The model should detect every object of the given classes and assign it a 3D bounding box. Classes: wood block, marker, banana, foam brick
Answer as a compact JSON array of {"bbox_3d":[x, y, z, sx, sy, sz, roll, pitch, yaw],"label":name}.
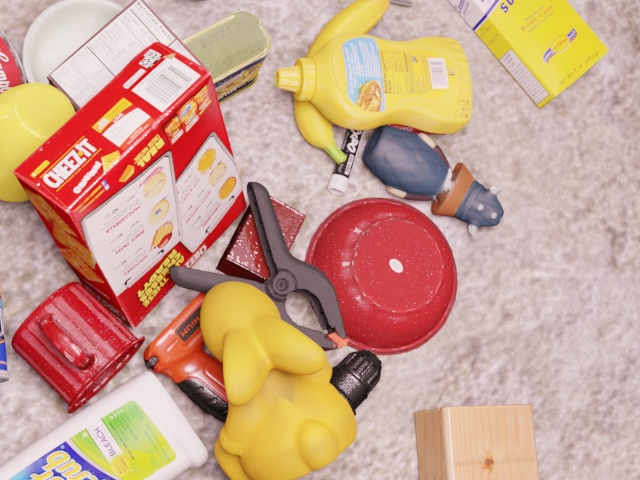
[{"bbox_3d":[0.150,0.260,0.996,0.090,0.090,0.206,0,78,-14],"label":"wood block"},{"bbox_3d":[0.034,-0.103,1.084,0.020,0.020,0.121,21,73,-10],"label":"marker"},{"bbox_3d":[0.015,-0.174,1.087,0.069,0.037,0.197,21,73,-16],"label":"banana"},{"bbox_3d":[-0.057,0.001,1.019,0.051,0.053,0.078,29,71,-7],"label":"foam brick"}]

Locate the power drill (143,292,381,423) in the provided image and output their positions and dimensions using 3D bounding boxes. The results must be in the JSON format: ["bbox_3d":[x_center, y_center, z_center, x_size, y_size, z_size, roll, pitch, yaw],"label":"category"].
[{"bbox_3d":[-0.055,0.123,0.989,0.187,0.057,0.184,45,68,-1],"label":"power drill"}]

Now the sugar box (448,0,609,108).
[{"bbox_3d":[0.218,-0.240,1.151,0.093,0.048,0.176,-40,91,-19],"label":"sugar box"}]

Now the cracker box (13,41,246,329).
[{"bbox_3d":[-0.153,-0.043,0.917,0.072,0.214,0.164,34,69,21],"label":"cracker box"}]

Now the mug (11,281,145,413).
[{"bbox_3d":[-0.215,0.090,0.926,0.081,0.117,0.093,44,85,3],"label":"mug"}]

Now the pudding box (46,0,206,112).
[{"bbox_3d":[-0.171,-0.146,0.950,0.113,0.039,0.090,-42,90,-9],"label":"pudding box"}]

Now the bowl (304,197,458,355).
[{"bbox_3d":[0.068,0.029,1.045,0.162,0.055,0.162,3,77,-14],"label":"bowl"}]

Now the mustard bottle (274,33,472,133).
[{"bbox_3d":[0.050,-0.154,1.040,0.191,0.058,0.096,0,73,-18],"label":"mustard bottle"}]

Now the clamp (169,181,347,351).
[{"bbox_3d":[-0.050,0.045,0.964,0.120,0.039,0.171,-39,92,-13],"label":"clamp"}]

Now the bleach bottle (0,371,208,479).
[{"bbox_3d":[-0.226,0.222,0.920,0.250,0.068,0.102,-35,88,-17],"label":"bleach bottle"}]

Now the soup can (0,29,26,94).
[{"bbox_3d":[-0.322,-0.143,0.942,0.102,0.069,0.068,-33,87,-25],"label":"soup can"}]

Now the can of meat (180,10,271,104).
[{"bbox_3d":[-0.101,-0.170,1.029,0.102,0.084,0.057,-33,88,-19],"label":"can of meat"}]
